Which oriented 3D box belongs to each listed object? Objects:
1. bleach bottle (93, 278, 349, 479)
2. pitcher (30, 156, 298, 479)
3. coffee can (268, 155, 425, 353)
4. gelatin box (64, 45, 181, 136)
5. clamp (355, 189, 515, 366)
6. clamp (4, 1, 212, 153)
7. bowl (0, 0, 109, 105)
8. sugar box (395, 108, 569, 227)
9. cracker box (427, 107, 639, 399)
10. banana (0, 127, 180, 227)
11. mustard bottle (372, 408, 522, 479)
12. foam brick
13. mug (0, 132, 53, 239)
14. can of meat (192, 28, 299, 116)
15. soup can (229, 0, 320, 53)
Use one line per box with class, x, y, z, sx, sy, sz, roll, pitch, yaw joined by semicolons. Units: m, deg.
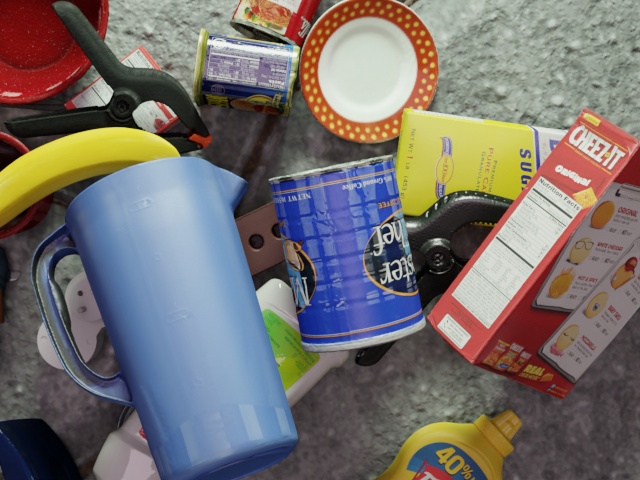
bleach bottle;-0.095;0.151;0.907;0.102;0.068;0.250;45;73;0
pitcher;-0.115;0.070;0.836;0.149;0.144;0.243;-34;67;37
coffee can;0.022;0.010;0.858;0.103;0.103;0.140;-11;95;-1
gelatin box;-0.170;-0.118;0.953;0.089;0.030;0.073;-39;91;-3
clamp;0.093;0.004;0.926;0.210;0.036;0.164;-24;106;11
clamp;-0.179;-0.110;0.910;0.171;0.039;0.120;32;106;-16
bowl;-0.262;-0.197;0.938;0.162;0.055;0.162;0;91;-1
sugar box;0.155;-0.059;0.947;0.176;0.048;0.093;8;102;1
cracker box;0.208;0.018;0.881;0.214;0.164;0.072;-55;48;10
banana;-0.198;-0.053;0.876;0.197;0.037;0.069;-12;97;-17
mustard bottle;0.103;0.220;0.948;0.191;0.058;0.096;-42;91;-1
foam brick;-0.056;0.001;0.946;0.078;0.051;0.053;-27;91;-1
mug;-0.289;-0.039;0.926;0.117;0.081;0.093;-37;91;-1
can of meat;-0.064;-0.142;0.921;0.084;0.102;0.057;8;89;-3
soup can;-0.030;-0.224;0.937;0.068;0.068;0.102;22;89;-1
